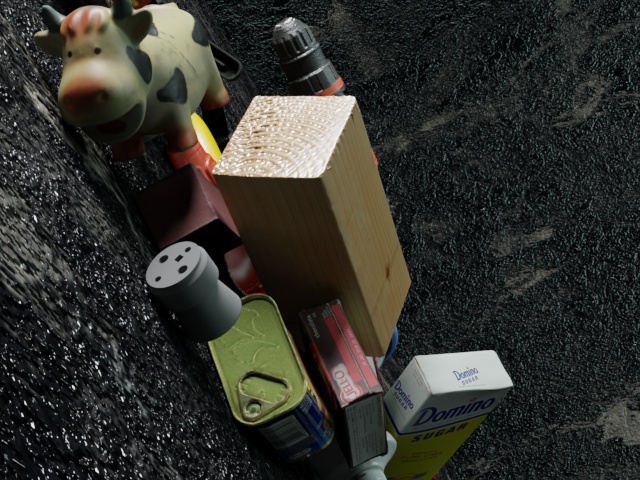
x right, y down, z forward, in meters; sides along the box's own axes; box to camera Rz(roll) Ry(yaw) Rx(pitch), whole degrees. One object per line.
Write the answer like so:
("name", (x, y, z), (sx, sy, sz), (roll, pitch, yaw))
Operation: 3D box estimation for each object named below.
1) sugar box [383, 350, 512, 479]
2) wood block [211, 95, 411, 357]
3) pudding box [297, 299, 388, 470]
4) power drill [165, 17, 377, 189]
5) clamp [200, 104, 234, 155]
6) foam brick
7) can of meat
("sugar box", (0.088, 0.170, 0.962), (0.176, 0.093, 0.048), (-58, -135, 41))
("wood block", (0.000, -0.007, 0.851), (0.206, 0.090, 0.090), (69, 34, -43))
("pudding box", (0.018, 0.113, 0.833), (0.113, 0.039, 0.090), (78, -11, -54))
("power drill", (-0.056, -0.106, 1.067), (0.184, 0.187, 0.057), (62, 5, -20))
("clamp", (-0.118, -0.123, 1.238), (0.172, 0.039, 0.120), (157, -82, -77))
("foam brick", (-0.100, -0.016, 0.822), (0.051, 0.053, 0.078), (63, 5, 18))
("can of meat", (-0.035, 0.104, 0.785), (0.102, 0.057, 0.084), (65, 2, 37))
